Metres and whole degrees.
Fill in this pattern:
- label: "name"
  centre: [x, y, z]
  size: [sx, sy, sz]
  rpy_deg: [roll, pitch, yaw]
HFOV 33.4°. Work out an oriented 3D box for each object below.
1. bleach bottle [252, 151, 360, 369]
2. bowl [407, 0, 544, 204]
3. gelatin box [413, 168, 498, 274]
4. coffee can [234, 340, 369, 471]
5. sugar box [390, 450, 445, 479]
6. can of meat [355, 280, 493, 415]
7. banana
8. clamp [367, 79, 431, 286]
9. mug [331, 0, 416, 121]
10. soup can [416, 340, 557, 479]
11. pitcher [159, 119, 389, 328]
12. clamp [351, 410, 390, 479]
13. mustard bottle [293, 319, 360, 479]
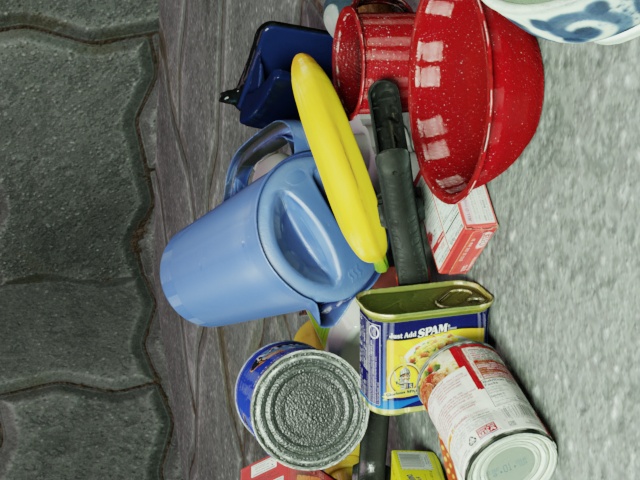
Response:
- label: "bleach bottle"
  centre: [-0.009, 0.006, 1.092]
  size: [0.251, 0.068, 0.103]
  rpy_deg: [59, 153, 28]
- label: "bowl"
  centre: [0.110, -0.107, 0.741]
  size: [0.162, 0.055, 0.162]
  rpy_deg: [176, 90, -76]
- label: "gelatin box"
  centre: [0.105, -0.028, 0.835]
  size: [0.073, 0.030, 0.089]
  rpy_deg: [111, 150, -58]
- label: "coffee can"
  centre: [-0.020, 0.145, 0.964]
  size: [0.140, 0.102, 0.103]
  rpy_deg: [168, 99, -80]
- label: "sugar box"
  centre: [0.083, 0.284, 0.941]
  size: [0.093, 0.048, 0.176]
  rpy_deg: [-100, 13, -73]
- label: "can of meat"
  centre: [0.079, 0.082, 0.821]
  size: [0.057, 0.102, 0.084]
  rpy_deg: [-133, 39, -67]
- label: "banana"
  centre: [0.014, -0.063, 0.873]
  size: [0.070, 0.037, 0.198]
  rpy_deg: [173, 78, -82]
- label: "clamp"
  centre: [0.061, -0.037, 0.830]
  size: [0.120, 0.039, 0.171]
  rpy_deg: [-86, -11, -46]
- label: "mug"
  centre: [0.058, -0.157, 0.885]
  size: [0.093, 0.081, 0.117]
  rpy_deg: [111, 152, -59]
- label: "soup can"
  centre: [0.116, 0.127, 0.752]
  size: [0.102, 0.068, 0.068]
  rpy_deg: [-116, 26, -56]
- label: "pitcher"
  centre: [-0.057, 0.001, 0.994]
  size: [0.243, 0.145, 0.149]
  rpy_deg: [-21, 32, 56]
- label: "clamp"
  centre: [0.047, 0.214, 0.986]
  size: [0.164, 0.036, 0.210]
  rpy_deg: [81, -167, -73]
- label: "mustard bottle"
  centre: [0.013, 0.190, 1.199]
  size: [0.096, 0.058, 0.191]
  rpy_deg: [108, 155, -55]
